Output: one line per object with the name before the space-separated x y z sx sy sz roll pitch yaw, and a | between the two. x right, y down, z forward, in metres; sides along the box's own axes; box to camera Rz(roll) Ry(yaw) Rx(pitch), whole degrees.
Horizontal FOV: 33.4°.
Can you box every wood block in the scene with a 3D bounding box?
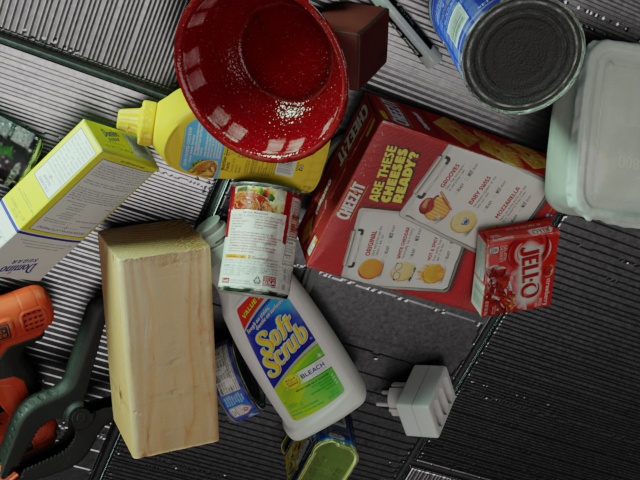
wood block | -0.157 0.094 1.041 0.090 0.091 0.206 -9 112 -22

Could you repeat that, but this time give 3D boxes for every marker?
marker | 0.068 -0.203 0.961 0.020 0.020 0.121 -37 117 15

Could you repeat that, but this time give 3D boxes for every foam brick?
foam brick | 0.023 -0.171 0.933 0.051 0.078 0.053 12 122 19

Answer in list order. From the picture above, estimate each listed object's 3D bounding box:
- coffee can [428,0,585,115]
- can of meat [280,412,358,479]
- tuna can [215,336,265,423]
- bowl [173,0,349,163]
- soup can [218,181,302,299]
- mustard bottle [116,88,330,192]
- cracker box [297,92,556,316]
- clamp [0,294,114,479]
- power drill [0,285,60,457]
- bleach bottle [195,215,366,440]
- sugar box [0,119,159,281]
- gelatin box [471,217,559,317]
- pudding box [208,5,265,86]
coffee can | 0.155 -0.182 0.912 0.102 0.140 0.103 -3 120 -5
can of meat | -0.001 0.232 1.173 0.057 0.084 0.102 19 116 -16
tuna can | -0.089 0.144 1.111 0.034 0.086 0.086 -23 120 6
bowl | -0.040 -0.148 0.894 0.162 0.055 0.162 13 122 21
soup can | -0.057 0.001 1.001 0.068 0.068 0.102 8 84 -11
mustard bottle | -0.090 -0.097 0.982 0.191 0.058 0.096 7 141 -10
cracker box | 0.107 -0.031 1.023 0.213 0.072 0.164 16 117 -23
clamp | -0.252 0.163 1.090 0.209 0.036 0.164 -37 123 -14
power drill | -0.347 0.147 1.073 0.184 0.057 0.188 -19 128 -23
bleach bottle | -0.054 0.084 1.090 0.102 0.068 0.250 -31 114 7
sugar box | -0.242 -0.034 0.990 0.176 0.048 0.093 -38 159 17
gelatin box | 0.185 0.026 1.015 0.073 0.030 0.089 -9 125 -12
pudding box | -0.061 -0.192 0.944 0.090 0.039 0.114 9 121 -11
